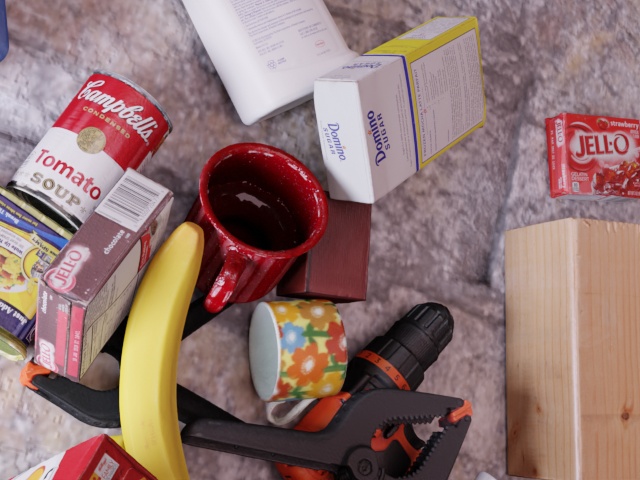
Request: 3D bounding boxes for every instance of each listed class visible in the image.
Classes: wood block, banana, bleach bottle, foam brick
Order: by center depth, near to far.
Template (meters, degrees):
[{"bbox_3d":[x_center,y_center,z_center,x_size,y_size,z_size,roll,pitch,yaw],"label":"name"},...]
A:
[{"bbox_3d":[-0.099,0.089,0.691,0.037,0.070,0.198,16,67,-67],"label":"banana"},{"bbox_3d":[-0.067,-0.218,0.794,0.102,0.068,0.251,-27,93,-30],"label":"bleach bottle"},{"bbox_3d":[0.002,0.006,0.804,0.051,0.053,0.078,8,81,-26],"label":"foam brick"},{"bbox_3d":[0.214,0.091,0.878,0.090,0.090,0.206,5,81,-27],"label":"wood block"}]

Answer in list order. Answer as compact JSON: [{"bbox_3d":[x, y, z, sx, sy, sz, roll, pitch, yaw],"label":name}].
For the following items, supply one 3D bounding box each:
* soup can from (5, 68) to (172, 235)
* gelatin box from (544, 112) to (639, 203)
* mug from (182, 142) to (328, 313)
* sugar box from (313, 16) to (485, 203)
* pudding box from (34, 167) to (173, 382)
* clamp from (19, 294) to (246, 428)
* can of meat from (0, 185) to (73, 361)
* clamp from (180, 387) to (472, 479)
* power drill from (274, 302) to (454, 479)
[{"bbox_3d":[-0.156,-0.056,0.724,0.068,0.069,0.102,39,69,-17],"label":"soup can"},{"bbox_3d":[0.244,-0.073,0.948,0.089,0.030,0.073,2,82,-27],"label":"gelatin box"},{"bbox_3d":[-0.055,0.001,0.742,0.093,0.082,0.117,24,51,-10],"label":"mug"},{"bbox_3d":[0.064,-0.103,0.809,0.175,0.048,0.093,-32,122,-44],"label":"sugar box"},{"bbox_3d":[-0.140,0.022,0.689,0.039,0.090,0.113,28,49,6],"label":"pudding box"},{"bbox_3d":[-0.118,0.080,0.742,0.171,0.039,0.120,11,62,-24],"label":"clamp"},{"bbox_3d":[-0.214,0.016,0.691,0.102,0.058,0.084,37,67,-18],"label":"can of meat"},{"bbox_3d":[0.015,0.154,0.738,0.209,0.036,0.164,-31,84,-29],"label":"clamp"},{"bbox_3d":[0.079,0.165,0.820,0.184,0.057,0.187,-43,100,-20],"label":"power drill"}]
